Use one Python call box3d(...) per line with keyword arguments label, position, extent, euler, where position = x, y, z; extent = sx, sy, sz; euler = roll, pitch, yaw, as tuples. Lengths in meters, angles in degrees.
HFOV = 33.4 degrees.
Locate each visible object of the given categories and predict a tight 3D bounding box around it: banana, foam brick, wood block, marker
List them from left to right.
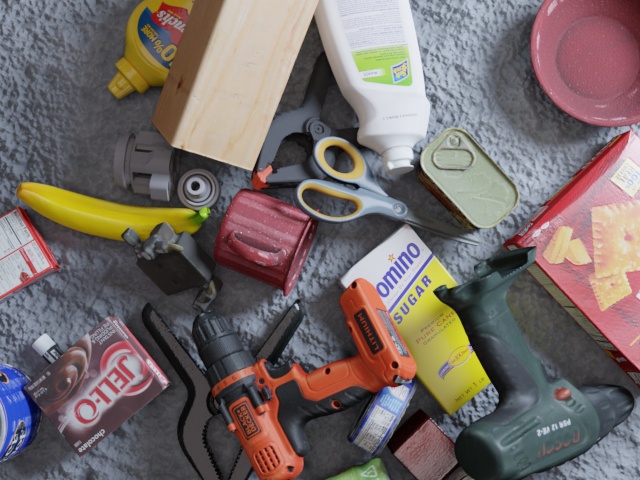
box3d(label="marker", position=(-0.244, 0.144, 1.083), extent=(0.020, 0.020, 0.121), euler=(-45, 88, -3))
box3d(label="banana", position=(-0.203, -0.027, 1.072), extent=(0.198, 0.070, 0.037), euler=(6, 52, 6))
box3d(label="wood block", position=(-0.080, -0.186, 1.027), extent=(0.090, 0.091, 0.206), euler=(16, 105, -27))
box3d(label="foam brick", position=(0.102, 0.205, 1.052), extent=(0.051, 0.078, 0.053), euler=(-45, 90, -3))

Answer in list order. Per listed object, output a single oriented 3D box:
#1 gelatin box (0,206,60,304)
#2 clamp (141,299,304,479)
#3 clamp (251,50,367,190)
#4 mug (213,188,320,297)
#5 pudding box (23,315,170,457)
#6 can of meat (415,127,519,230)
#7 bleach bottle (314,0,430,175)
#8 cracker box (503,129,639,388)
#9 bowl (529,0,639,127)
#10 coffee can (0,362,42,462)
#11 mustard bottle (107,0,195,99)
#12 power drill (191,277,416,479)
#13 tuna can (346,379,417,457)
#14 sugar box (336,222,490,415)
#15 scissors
box3d(label="gelatin box", position=(-0.322, 0.019, 1.085), extent=(0.089, 0.030, 0.073), euler=(-31, 86, -2))
box3d(label="clamp", position=(-0.107, 0.156, 1.074), extent=(0.164, 0.036, 0.210), euler=(5, 83, 2))
box3d(label="clamp", position=(-0.009, -0.116, 1.072), extent=(0.171, 0.039, 0.120), euler=(-32, 78, -25))
box3d(label="mug", position=(-0.057, 0.001, 1.047), extent=(0.081, 0.117, 0.093), euler=(21, 107, 6))
box3d(label="pudding box", position=(-0.218, 0.142, 1.049), extent=(0.113, 0.039, 0.090), euler=(-40, 87, 6))
box3d(label="can of meat", position=(0.143, -0.058, 1.063), extent=(0.057, 0.084, 0.102), euler=(-43, 88, -2))
box3d(label="bleach bottle", position=(0.046, -0.186, 1.061), extent=(0.102, 0.068, 0.251), euler=(-10, 78, -4))
box3d(label="cracker box", position=(0.317, 0.023, 1.065), extent=(0.164, 0.072, 0.214), euler=(-43, 88, -2))
box3d(label="bowl", position=(0.288, -0.191, 1.086), extent=(0.162, 0.055, 0.162), euler=(0, 87, 0))
box3d(label="coffee can", position=(-0.334, 0.171, 1.020), extent=(0.103, 0.140, 0.103), euler=(0, 87, 0))
box3d(label="mustard bottle", position=(-0.140, -0.213, 1.085), extent=(0.191, 0.058, 0.096), euler=(-42, 95, -2))
box3d(label="power drill", position=(-0.018, 0.114, 1.011), extent=(0.188, 0.057, 0.184), euler=(-33, 74, 15))
box3d(label="tuna can", position=(0.060, 0.168, 1.049), extent=(0.034, 0.086, 0.086), euler=(30, 87, 3))
box3d(label="sugar box", position=(0.106, 0.078, 1.074), extent=(0.093, 0.048, 0.176), euler=(-40, 89, -4))
box3d(label="scissors", position=(0.068, -0.049, 1.055), extent=(0.201, 0.016, 0.096), euler=(5, 74, -22))
